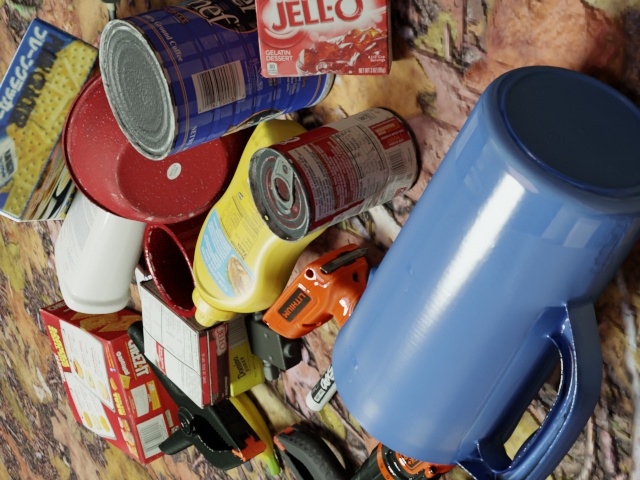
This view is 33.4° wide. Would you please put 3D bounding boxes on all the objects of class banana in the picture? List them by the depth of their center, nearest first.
[{"bbox_3d":[-0.110,0.169,1.133,0.198,0.037,0.070,41,139,35],"label":"banana"}]

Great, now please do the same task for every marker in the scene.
[{"bbox_3d":[0.014,0.116,0.928,0.020,0.020,0.121,55,147,17],"label":"marker"}]

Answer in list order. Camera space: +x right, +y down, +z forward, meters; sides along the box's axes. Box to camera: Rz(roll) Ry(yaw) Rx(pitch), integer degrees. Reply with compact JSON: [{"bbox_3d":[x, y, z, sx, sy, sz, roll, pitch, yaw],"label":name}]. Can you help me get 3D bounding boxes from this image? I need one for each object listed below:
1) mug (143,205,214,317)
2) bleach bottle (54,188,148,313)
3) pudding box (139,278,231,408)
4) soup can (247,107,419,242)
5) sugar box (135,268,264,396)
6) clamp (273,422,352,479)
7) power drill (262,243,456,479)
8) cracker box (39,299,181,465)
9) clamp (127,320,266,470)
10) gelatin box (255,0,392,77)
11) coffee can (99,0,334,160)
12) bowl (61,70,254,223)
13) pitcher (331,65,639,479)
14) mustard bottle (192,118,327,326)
[{"bbox_3d":[-0.097,0.018,0.969,0.117,0.081,0.093,35,137,41],"label":"mug"},{"bbox_3d":[-0.182,-0.045,0.982,0.251,0.068,0.102,-58,42,42],"label":"bleach bottle"},{"bbox_3d":[-0.130,0.094,1.024,0.114,0.039,0.090,32,131,42],"label":"pudding box"},{"bbox_3d":[0.010,-0.047,0.743,0.069,0.102,0.068,36,138,40],"label":"soup can"},{"bbox_3d":[-0.127,0.081,1.093,0.176,0.048,0.093,23,128,47],"label":"sugar box"},{"bbox_3d":[0.017,0.229,0.977,0.172,0.039,0.120,46,146,24],"label":"clamp"},{"bbox_3d":[0.036,0.110,0.834,0.188,0.057,0.185,52,136,12],"label":"power drill"},{"bbox_3d":[-0.257,0.164,1.323,0.214,0.072,0.164,13,120,54],"label":"cracker box"},{"bbox_3d":[-0.130,0.170,1.090,0.210,0.036,0.164,10,120,53],"label":"clamp"},{"bbox_3d":[0.002,-0.148,0.710,0.089,0.030,0.073,1,119,9],"label":"gelatin box"},{"bbox_3d":[-0.075,-0.128,0.781,0.103,0.140,0.103,36,138,40],"label":"coffee can"},{"bbox_3d":[-0.126,-0.071,0.870,0.055,0.162,0.162,-119,24,-52],"label":"bowl"},{"bbox_3d":[0.107,0.027,0.626,0.149,0.144,0.243,26,137,3],"label":"pitcher"},{"bbox_3d":[-0.055,0.001,0.862,0.096,0.058,0.192,56,129,30],"label":"mustard bottle"}]
